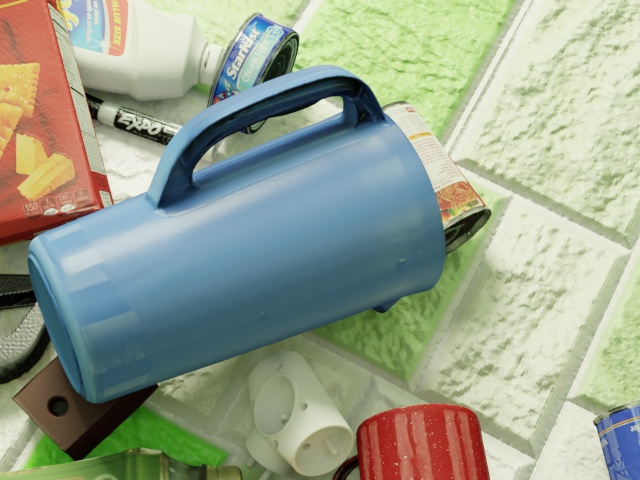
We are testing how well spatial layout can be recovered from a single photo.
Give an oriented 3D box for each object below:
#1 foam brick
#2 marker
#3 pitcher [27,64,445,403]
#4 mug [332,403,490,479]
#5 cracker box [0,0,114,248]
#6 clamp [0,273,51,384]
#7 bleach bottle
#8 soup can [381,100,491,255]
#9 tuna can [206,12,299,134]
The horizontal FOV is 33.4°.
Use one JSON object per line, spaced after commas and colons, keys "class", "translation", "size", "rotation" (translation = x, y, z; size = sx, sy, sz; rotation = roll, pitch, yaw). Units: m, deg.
{"class": "foam brick", "translation": [-0.154, 0.101, 0.712], "size": [0.053, 0.051, 0.078], "rotation": [42, 72, 13]}
{"class": "marker", "translation": [-0.135, -0.087, 0.804], "size": [0.121, 0.020, 0.020], "rotation": [19, 69, 5]}
{"class": "pitcher", "translation": [-0.054, 0.001, 0.671], "size": [0.242, 0.145, 0.149], "rotation": [-21, 80, -20]}
{"class": "mug", "translation": [0.057, 0.158, 0.686], "size": [0.117, 0.093, 0.081], "rotation": [-21, 60, 28]}
{"class": "cracker box", "translation": [-0.250, -0.098, 0.736], "size": [0.164, 0.072, 0.214], "rotation": [-15, 90, -2]}
{"class": "clamp", "translation": [-0.256, 0.069, 0.728], "size": [0.171, 0.039, 0.120], "rotation": [-40, 79, -22]}
{"class": "bleach bottle", "translation": [-0.189, -0.168, 0.813], "size": [0.251, 0.068, 0.102], "rotation": [14, 65, 0]}
{"class": "soup can", "translation": [0.066, -0.041, 0.768], "size": [0.068, 0.068, 0.102], "rotation": [-29, 72, -13]}
{"class": "tuna can", "translation": [-0.049, -0.122, 0.786], "size": [0.034, 0.086, 0.086], "rotation": [27, 70, 6]}
